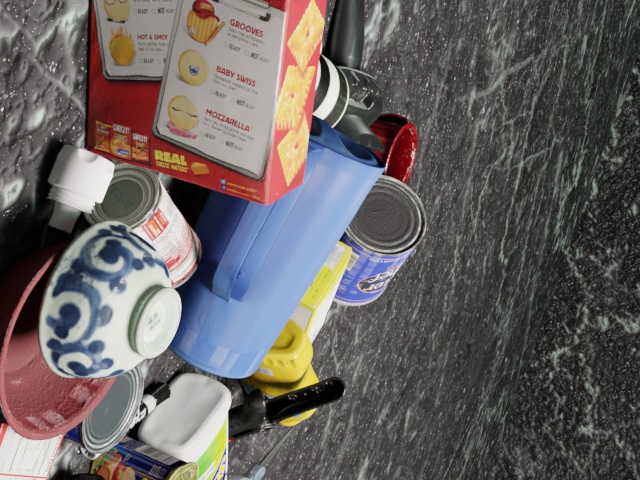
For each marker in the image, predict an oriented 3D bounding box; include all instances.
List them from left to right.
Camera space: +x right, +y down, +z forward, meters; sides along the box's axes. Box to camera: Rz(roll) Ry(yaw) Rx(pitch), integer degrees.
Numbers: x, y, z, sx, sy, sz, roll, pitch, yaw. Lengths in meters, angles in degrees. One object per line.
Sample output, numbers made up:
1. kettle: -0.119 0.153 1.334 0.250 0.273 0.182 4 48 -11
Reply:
1. marker: -0.178 0.165 0.993 0.120 0.020 0.020 -38 140 -55

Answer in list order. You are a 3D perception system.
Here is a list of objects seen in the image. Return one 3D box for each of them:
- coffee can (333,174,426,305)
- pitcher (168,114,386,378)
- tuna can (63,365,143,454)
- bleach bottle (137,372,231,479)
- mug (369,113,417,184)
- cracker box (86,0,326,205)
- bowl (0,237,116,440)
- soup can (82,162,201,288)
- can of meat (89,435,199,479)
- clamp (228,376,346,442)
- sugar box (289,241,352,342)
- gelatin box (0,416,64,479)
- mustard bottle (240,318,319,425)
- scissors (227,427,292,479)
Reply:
1. coffee can: 0.051 0.002 1.237 0.102 0.103 0.140 -59 179 -30
2. pitcher: -0.056 0.001 0.958 0.149 0.145 0.243 17 107 -40
3. tuna can: -0.191 0.138 0.922 0.086 0.034 0.086 -48 148 -45
4. bleach bottle: -0.133 0.258 1.116 0.102 0.068 0.251 -53 154 -41
5. mug: 0.065 -0.112 1.276 0.117 0.082 0.093 -57 153 -32
6. cracker box: -0.084 -0.152 0.786 0.072 0.164 0.214 -36 139 -58
7. bowl: -0.206 0.065 0.806 0.161 0.055 0.162 -48 148 -45
8. soup can: -0.145 -0.010 0.875 0.068 0.069 0.102 -63 156 -22
9. can of meat: -0.169 0.239 0.985 0.057 0.084 0.102 -6 112 -66
10. clamp: -0.068 0.181 1.118 0.120 0.172 0.039 10 58 -45
11. sugar box: -0.017 0.076 1.208 0.093 0.048 0.176 -57 175 -33
12. gelatin box: -0.246 0.176 0.829 0.073 0.030 0.089 -71 158 -8
13. mustard bottle: -0.046 0.154 1.192 0.058 0.096 0.191 -60 155 -31
14. scissors: -0.079 0.276 1.174 0.201 0.016 0.096 -19 127 -70
